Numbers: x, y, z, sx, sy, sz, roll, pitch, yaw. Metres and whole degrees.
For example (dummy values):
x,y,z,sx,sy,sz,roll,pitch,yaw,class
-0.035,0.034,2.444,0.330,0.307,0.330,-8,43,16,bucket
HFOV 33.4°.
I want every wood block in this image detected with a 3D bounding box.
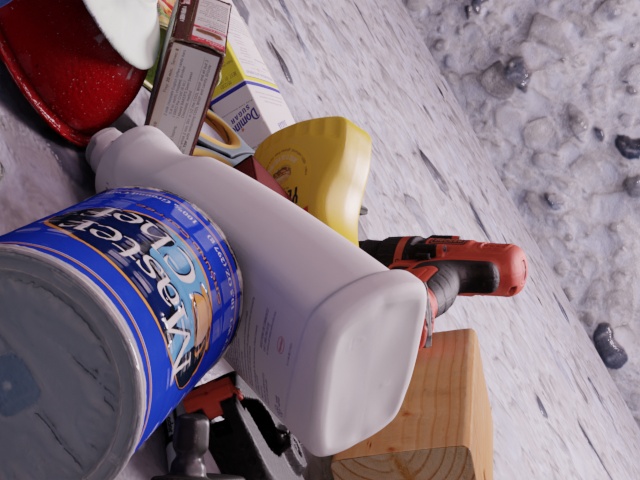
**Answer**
x,y,z,sx,sy,sz,roll,pitch,yaw,class
0.073,0.144,0.763,0.206,0.090,0.091,-60,139,-72,wood block

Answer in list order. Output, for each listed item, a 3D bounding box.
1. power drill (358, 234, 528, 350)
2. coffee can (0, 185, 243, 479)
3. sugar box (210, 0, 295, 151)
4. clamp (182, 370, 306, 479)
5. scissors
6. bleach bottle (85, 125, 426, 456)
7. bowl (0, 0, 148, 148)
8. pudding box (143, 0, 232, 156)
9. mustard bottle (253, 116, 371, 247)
x,y,z,sx,sy,sz,roll,pitch,yaw,class
0.059,0.036,0.885,0.187,0.185,0.057,-27,113,-57,power drill
-0.099,0.038,0.447,0.103,0.103,0.140,58,16,-4,coffee can
-0.077,-0.147,0.947,0.176,0.048,0.093,65,16,7,sugar box
-0.028,0.119,0.613,0.120,0.039,0.171,-112,176,-51,clamp
-0.042,-0.042,0.818,0.201,0.016,0.096,32,37,-22,scissors
-0.054,0.001,0.574,0.067,0.103,0.251,-21,44,-34,bleach bottle
-0.147,-0.141,0.651,0.162,0.055,0.162,-19,90,-79,bowl
-0.091,-0.095,0.699,0.039,0.114,0.090,13,31,-11,pudding box
-0.015,0.013,0.736,0.058,0.096,0.191,31,54,-41,mustard bottle
